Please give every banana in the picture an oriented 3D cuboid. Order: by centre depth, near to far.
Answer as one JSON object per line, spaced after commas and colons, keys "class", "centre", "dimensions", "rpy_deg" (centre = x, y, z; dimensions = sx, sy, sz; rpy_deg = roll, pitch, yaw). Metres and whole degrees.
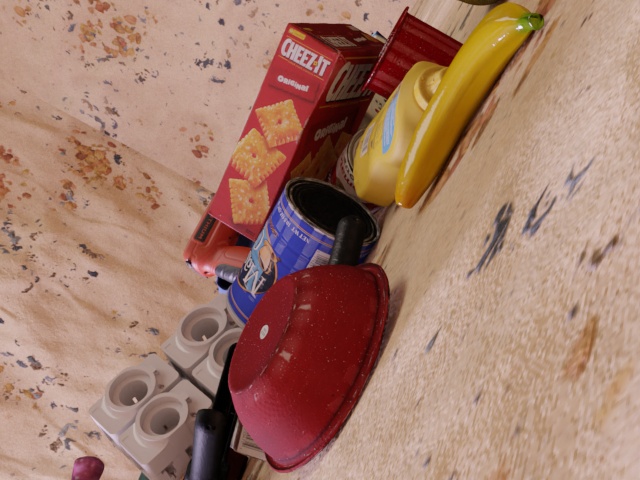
{"class": "banana", "centre": [0.108, -0.111, 0.815], "dimensions": [0.198, 0.037, 0.069], "rpy_deg": [-59, 4, 38]}

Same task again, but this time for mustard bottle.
{"class": "mustard bottle", "centre": [0.082, -0.103, 0.941], "dimensions": [0.192, 0.058, 0.096], "rpy_deg": [127, 162, -68]}

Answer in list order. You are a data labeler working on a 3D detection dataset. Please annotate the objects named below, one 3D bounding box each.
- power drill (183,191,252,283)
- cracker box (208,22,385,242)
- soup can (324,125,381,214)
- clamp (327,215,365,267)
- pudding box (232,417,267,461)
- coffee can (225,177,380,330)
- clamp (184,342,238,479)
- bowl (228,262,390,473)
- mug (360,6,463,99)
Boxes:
{"class": "power drill", "centre": [-0.058, 0.002, 1.255], "dimensions": [0.184, 0.188, 0.057], "rpy_deg": [-61, -36, -12]}
{"class": "cracker box", "centre": [-0.016, -0.115, 1.112], "dimensions": [0.214, 0.072, 0.164], "rpy_deg": [-64, -16, 20]}
{"class": "soup can", "centre": [0.048, -0.069, 1.083], "dimensions": [0.068, 0.068, 0.102], "rpy_deg": [-63, 4, -20]}
{"class": "clamp", "centre": [0.011, 0.051, 0.882], "dimensions": [0.171, 0.039, 0.120], "rpy_deg": [-87, 7, -73]}
{"class": "pudding box", "centre": [-0.043, 0.126, 0.955], "dimensions": [0.090, 0.039, 0.113], "rpy_deg": [-70, -3, -73]}
{"class": "coffee can", "centre": [-0.019, 0.024, 1.047], "dimensions": [0.140, 0.103, 0.102], "rpy_deg": [-60, 4, 28]}
{"class": "clamp", "centre": [-0.102, 0.208, 0.953], "dimensions": [0.164, 0.036, 0.210], "rpy_deg": [-58, -18, -80]}
{"class": "bowl", "centre": [-0.018, 0.077, 0.745], "dimensions": [0.162, 0.055, 0.162], "rpy_deg": [-52, 20, 27]}
{"class": "mug", "centre": [0.094, -0.164, 1.046], "dimensions": [0.093, 0.081, 0.117], "rpy_deg": [-63, 4, -16]}
